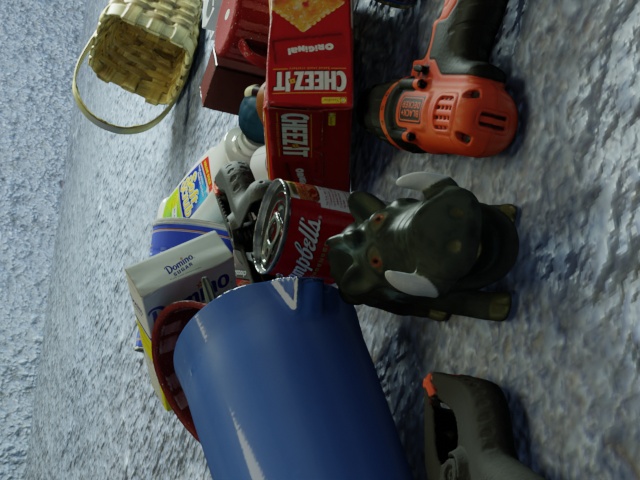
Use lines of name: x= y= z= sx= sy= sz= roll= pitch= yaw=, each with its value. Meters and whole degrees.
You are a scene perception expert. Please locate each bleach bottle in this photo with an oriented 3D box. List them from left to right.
bleach bottle: x=-0.118 y=-0.060 z=1.209 sx=0.251 sy=0.068 sz=0.102 roll=132 pitch=143 yaw=-52

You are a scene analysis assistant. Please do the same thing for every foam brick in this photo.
foam brick: x=-0.085 y=-0.168 z=1.149 sx=0.053 sy=0.078 sz=0.051 roll=-106 pitch=32 yaw=-56

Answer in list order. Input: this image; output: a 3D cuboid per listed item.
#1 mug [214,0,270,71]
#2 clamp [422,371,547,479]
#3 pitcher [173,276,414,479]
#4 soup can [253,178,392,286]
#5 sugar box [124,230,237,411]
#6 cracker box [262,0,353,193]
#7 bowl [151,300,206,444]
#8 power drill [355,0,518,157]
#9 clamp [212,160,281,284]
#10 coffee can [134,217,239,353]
mug: x=-0.059 y=-0.211 z=1.091 sx=0.117 sy=0.081 sz=0.093 roll=-98 pitch=27 yaw=-42
clamp: x=0.089 y=0.125 z=0.569 sx=0.171 sy=0.039 sz=0.120 roll=-100 pitch=30 yaw=-46
pitcher: x=-0.008 y=0.156 z=0.673 sx=0.145 sy=0.149 sz=0.243 roll=-28 pitch=46 yaw=6
soup can: x=0.011 y=-0.001 z=0.759 sx=0.069 sy=0.102 sz=0.068 roll=-169 pitch=90 yaw=-71
sugar box: x=-0.122 y=0.079 z=1.002 sx=0.048 sy=0.093 sz=0.176 roll=52 pitch=157 yaw=35
cracker box: x=-0.009 y=-0.153 z=0.861 sx=0.164 sy=0.072 sz=0.213 roll=89 pitch=-178 yaw=-64
bowl: x=-0.074 y=0.115 z=0.933 sx=0.162 sy=0.055 sz=0.162 roll=22 pitch=127 yaw=33
power drill: x=0.084 y=-0.149 z=0.706 sx=0.185 sy=0.057 sz=0.188 roll=-156 pitch=75 yaw=-66
clamp: x=-0.056 y=0.001 z=0.899 sx=0.210 sy=0.036 sz=0.164 roll=-129 pitch=28 yaw=-65
coffee can: x=-0.137 y=0.055 z=1.137 sx=0.103 sy=0.102 sz=0.140 roll=161 pitch=118 yaw=-68
